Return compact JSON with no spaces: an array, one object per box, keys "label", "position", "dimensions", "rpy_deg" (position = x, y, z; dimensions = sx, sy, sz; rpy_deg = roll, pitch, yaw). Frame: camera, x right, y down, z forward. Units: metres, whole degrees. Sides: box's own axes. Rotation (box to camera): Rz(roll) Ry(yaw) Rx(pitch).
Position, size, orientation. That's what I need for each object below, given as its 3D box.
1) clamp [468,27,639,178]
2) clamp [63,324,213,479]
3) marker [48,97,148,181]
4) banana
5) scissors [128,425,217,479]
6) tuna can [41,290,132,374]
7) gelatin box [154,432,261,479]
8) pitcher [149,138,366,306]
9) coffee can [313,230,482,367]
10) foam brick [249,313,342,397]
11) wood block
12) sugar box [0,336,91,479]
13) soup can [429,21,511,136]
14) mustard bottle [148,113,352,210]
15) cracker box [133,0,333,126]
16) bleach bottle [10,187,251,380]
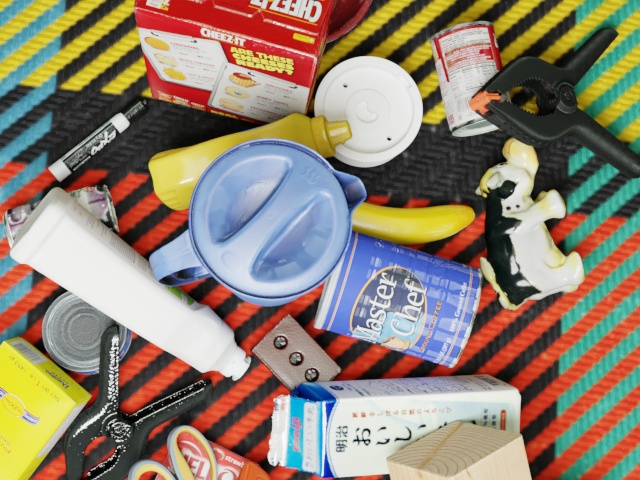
[{"label":"clamp","position":[0.244,-0.131,1.074],"dimensions":[0.209,0.036,0.164],"rpy_deg":[-11,80,-31]},{"label":"clamp","position":[-0.200,0.167,1.028],"dimensions":[0.120,0.039,0.171],"rpy_deg":[42,87,-10]},{"label":"marker","position":[-0.225,-0.105,1.090],"dimensions":[0.121,0.020,0.020],"rpy_deg":[-40,86,-8]},{"label":"banana","position":[0.057,-0.031,1.085],"dimensions":[0.198,0.037,0.069],"rpy_deg":[19,83,0]},{"label":"scissors","position":[-0.116,0.275,0.999],"dimensions":[0.096,0.016,0.202],"rpy_deg":[-14,82,-28]},{"label":"tuna can","position":[-0.230,0.089,1.054],"dimensions":[0.086,0.034,0.086],"rpy_deg":[0,82,-3]},{"label":"gelatin box","position":[-0.113,0.234,1.041],"dimensions":[0.089,0.030,0.073],"rpy_deg":[26,81,0]},{"label":"pitcher","position":[-0.056,0.001,0.970],"dimensions":[0.149,0.243,0.145],"rpy_deg":[22,81,0]},{"label":"coffee can","position":[0.075,0.056,1.040],"dimensions":[0.140,0.103,0.103],"rpy_deg":[17,81,-1]},{"label":"foam brick","position":[-0.025,0.118,1.052],"dimensions":[0.053,0.051,0.078],"rpy_deg":[-44,86,-8]},{"label":"wood block","position":[0.138,0.277,0.941],"dimensions":[0.090,0.090,0.206],"rpy_deg":[-21,102,-33]},{"label":"sugar box","position":[-0.306,0.187,1.004],"dimensions":[0.093,0.048,0.176],"rpy_deg":[39,97,8]},{"label":"soup can","position":[0.155,-0.165,1.094],"dimensions":[0.068,0.068,0.102],"rpy_deg":[-11,83,-5]},{"label":"mustard bottle","position":[-0.062,-0.081,1.034],"dimensions":[0.192,0.096,0.058],"rpy_deg":[-16,82,11]},{"label":"cracker box","position":[-0.080,-0.181,1.009],"dimensions":[0.164,0.214,0.072],"rpy_deg":[15,76,-1]},{"label":"bleach bottle","position":[-0.169,0.054,1.009],"dimensions":[0.250,0.102,0.068],"rpy_deg":[39,96,-17]}]
